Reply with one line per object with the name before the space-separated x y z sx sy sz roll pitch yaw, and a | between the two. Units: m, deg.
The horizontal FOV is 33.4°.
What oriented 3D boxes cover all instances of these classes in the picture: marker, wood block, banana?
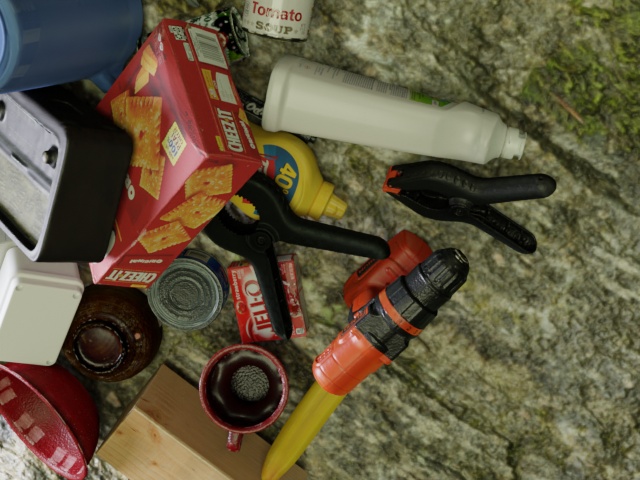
marker | -0.058 -0.131 1.091 0.121 0.020 0.020 28 108 -3
wood block | -0.128 0.245 1.169 0.206 0.090 0.090 38 119 -6
banana | -0.001 0.174 1.147 0.037 0.069 0.198 37 99 7

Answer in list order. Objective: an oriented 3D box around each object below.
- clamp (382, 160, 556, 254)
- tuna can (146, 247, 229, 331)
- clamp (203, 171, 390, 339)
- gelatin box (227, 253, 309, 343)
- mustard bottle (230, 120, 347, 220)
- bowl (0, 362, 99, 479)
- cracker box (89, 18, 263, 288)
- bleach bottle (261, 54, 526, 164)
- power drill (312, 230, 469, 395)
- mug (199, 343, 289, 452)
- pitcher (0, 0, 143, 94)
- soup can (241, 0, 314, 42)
clamp | 0.150 -0.046 1.059 0.171 0.039 0.120 18 143 1
tuna can | -0.143 0.053 1.149 0.086 0.033 0.086 2 107 6
clamp | -0.057 0.001 1.074 0.210 0.036 0.165 36 120 -8
gelatin box | -0.055 0.063 1.144 0.073 0.030 0.089 -7 106 9
mustard bottle | -0.061 -0.071 1.090 0.191 0.058 0.096 26 114 -2
bowl | -0.294 0.185 1.172 0.162 0.055 0.162 29 141 27
cracker box | -0.159 -0.078 1.014 0.214 0.071 0.164 -43 55 36
bleach bottle | 0.075 -0.118 1.036 0.251 0.102 0.068 14 112 2
power drill | 0.072 0.052 1.045 0.057 0.187 0.185 45 108 -7
mug | -0.080 0.167 1.137 0.093 0.081 0.117 9 87 2
pitcher | -0.273 -0.209 0.976 0.149 0.242 0.145 24 109 6
soup can | -0.036 -0.248 1.029 0.068 0.068 0.102 12 109 3
